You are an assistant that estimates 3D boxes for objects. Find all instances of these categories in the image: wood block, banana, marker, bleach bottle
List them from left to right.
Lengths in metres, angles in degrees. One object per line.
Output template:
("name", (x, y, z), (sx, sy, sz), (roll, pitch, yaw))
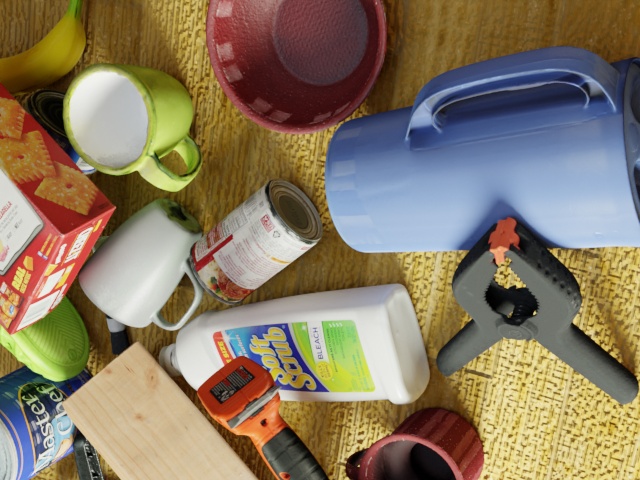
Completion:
("banana", (-0.292, -0.172, 1.020), (0.198, 0.037, 0.069), (-15, 78, 26))
("marker", (-0.203, 0.056, 1.041), (0.020, 0.020, 0.121), (-4, 101, 26))
("wood block", (-0.137, 0.206, 0.988), (0.206, 0.090, 0.091), (48, 162, 7))
("bleach bottle", (-0.035, 0.103, 0.949), (0.251, 0.068, 0.102), (-10, 100, 30))

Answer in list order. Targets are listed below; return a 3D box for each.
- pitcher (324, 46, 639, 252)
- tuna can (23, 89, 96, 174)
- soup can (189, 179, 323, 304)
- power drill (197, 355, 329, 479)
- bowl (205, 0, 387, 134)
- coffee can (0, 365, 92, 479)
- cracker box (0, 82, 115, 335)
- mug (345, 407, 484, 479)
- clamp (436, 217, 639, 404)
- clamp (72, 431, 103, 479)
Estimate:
("pitcher", (0.125, -0.059, 0.792), (0.243, 0.144, 0.149), (-5, 99, 29))
("tuna can", (-0.234, -0.100, 0.979), (0.086, 0.086, 0.034), (42, 115, 11))
("soup can", (-0.056, 0.001, 0.930), (0.102, 0.068, 0.068), (-38, 85, 27))
("power drill", (-0.025, 0.186, 0.898), (0.057, 0.185, 0.187), (-39, 103, -13))
("bowl", (-0.012, -0.170, 0.873), (0.162, 0.055, 0.162), (6, 104, 25))
("coffee can", (-0.295, 0.181, 1.046), (0.103, 0.140, 0.103), (6, 105, 24))
("cracker box", (-0.296, -0.047, 0.946), (0.214, 0.072, 0.164), (47, 134, 8))
("mug", (0.079, 0.192, 0.905), (0.117, 0.081, 0.093), (-3, 101, 26))
("clamp", (0.161, 0.060, 0.803), (0.165, 0.036, 0.210), (9, 146, 18))
("clamp", (-0.206, 0.271, 1.079), (0.120, 0.039, 0.172), (23, 123, 3))
